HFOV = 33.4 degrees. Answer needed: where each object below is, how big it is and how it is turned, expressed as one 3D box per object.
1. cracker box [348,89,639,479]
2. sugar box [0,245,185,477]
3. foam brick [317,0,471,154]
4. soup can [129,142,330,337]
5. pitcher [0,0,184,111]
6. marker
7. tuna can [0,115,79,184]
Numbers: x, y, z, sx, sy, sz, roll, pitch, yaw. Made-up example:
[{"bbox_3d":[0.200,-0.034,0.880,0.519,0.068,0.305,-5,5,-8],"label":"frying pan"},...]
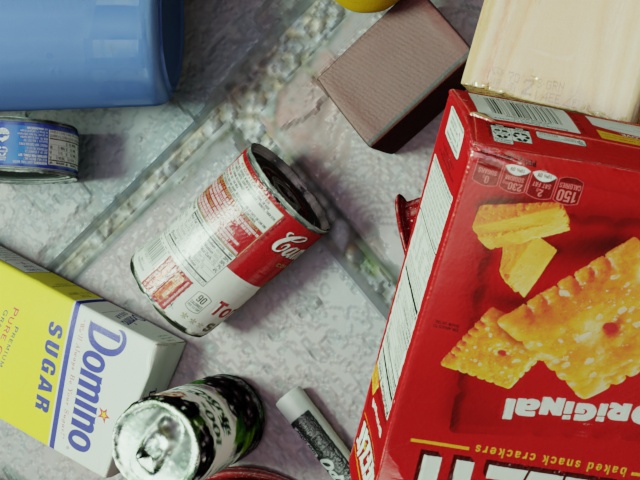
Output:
[{"bbox_3d":[0.117,0.051,0.505,0.164,0.072,0.214,10,116,-6],"label":"cracker box"},{"bbox_3d":[-0.183,0.069,0.683,0.176,0.048,0.093,24,96,18],"label":"sugar box"},{"bbox_3d":[0.047,-0.094,0.608,0.078,0.053,0.051,-42,77,12],"label":"foam brick"},{"bbox_3d":[-0.054,0.001,0.630,0.102,0.068,0.068,-41,77,13],"label":"soup can"},{"bbox_3d":[-0.207,-0.143,0.623,0.243,0.149,0.145,1,90,1],"label":"pitcher"},{"bbox_3d":[0.017,0.139,0.629,0.020,0.020,0.121,-42,77,13],"label":"marker"},{"bbox_3d":[-0.195,-0.055,0.668,0.086,0.086,0.034,0,87,18],"label":"tuna can"}]
